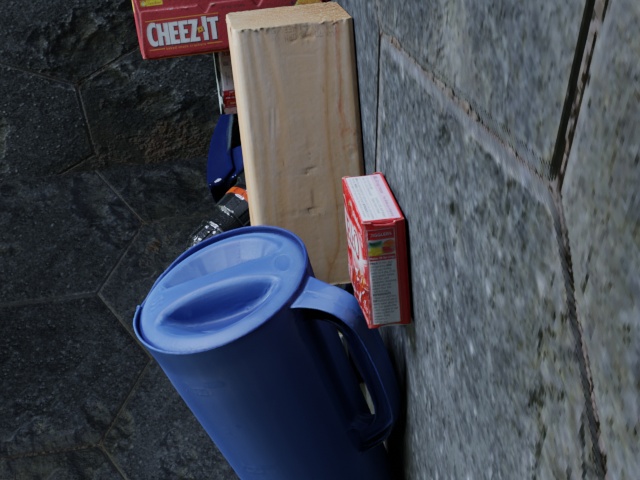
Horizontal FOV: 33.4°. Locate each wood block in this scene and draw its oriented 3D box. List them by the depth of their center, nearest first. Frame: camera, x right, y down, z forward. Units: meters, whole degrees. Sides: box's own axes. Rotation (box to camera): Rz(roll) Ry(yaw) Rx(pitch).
[{"bbox_3d":[-0.017,-0.074,0.838,0.091,0.090,0.206,-111,15,-68],"label":"wood block"}]

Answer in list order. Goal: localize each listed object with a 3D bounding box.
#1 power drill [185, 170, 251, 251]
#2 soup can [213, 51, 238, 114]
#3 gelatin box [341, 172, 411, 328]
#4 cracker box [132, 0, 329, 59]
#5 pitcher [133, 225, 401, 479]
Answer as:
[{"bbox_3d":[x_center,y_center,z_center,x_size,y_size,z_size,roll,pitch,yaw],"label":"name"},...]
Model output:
[{"bbox_3d":[-0.057,0.001,1.111,0.057,0.184,0.187,35,154,25],"label":"power drill"},{"bbox_3d":[-0.052,-0.163,1.054,0.068,0.102,0.068,172,90,-86],"label":"soup can"},{"bbox_3d":[0.035,0.004,0.691,0.089,0.030,0.073,-108,12,-66],"label":"gelatin box"},{"bbox_3d":[-0.085,-0.228,0.980,0.214,0.164,0.072,-107,9,-66],"label":"cracker box"},{"bbox_3d":[-0.021,0.118,0.799,0.242,0.145,0.149,64,173,-32],"label":"pitcher"}]
